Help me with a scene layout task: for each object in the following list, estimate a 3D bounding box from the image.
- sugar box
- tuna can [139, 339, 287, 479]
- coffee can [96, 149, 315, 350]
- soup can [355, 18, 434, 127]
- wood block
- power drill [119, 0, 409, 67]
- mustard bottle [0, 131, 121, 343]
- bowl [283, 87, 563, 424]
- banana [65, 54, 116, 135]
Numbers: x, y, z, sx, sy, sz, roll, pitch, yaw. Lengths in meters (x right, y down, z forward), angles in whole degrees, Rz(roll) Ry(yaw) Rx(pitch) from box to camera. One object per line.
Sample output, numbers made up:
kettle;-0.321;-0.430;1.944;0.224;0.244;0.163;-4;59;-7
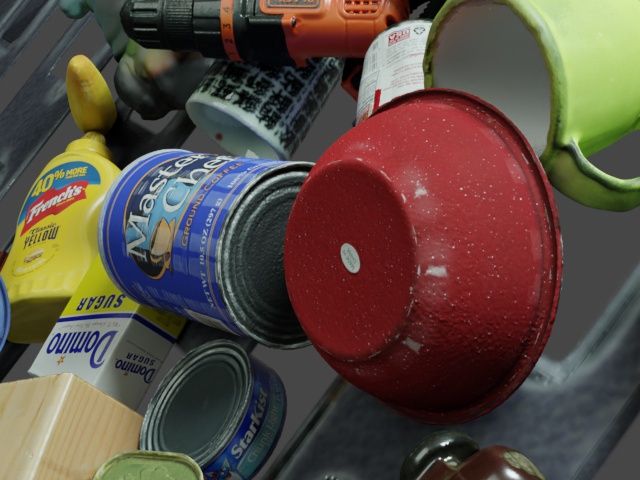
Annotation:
sugar box;-0.123;0.031;0.727;0.094;0.048;0.176;9;64;52
tuna can;-0.060;0.101;0.600;0.086;0.033;0.086;-30;39;27
coffee can;-0.054;0.001;0.626;0.141;0.102;0.102;11;66;52
soup can;0.054;-0.066;0.597;0.069;0.068;0.102;-24;42;34
wood block;-0.167;0.189;0.589;0.090;0.090;0.206;-14;48;40
power drill;-0.027;-0.198;0.687;0.184;0.057;0.187;4;69;12
mustard bottle;-0.196;-0.014;0.839;0.096;0.058;0.191;-18;44;25
bowl;0.032;0.008;0.497;0.162;0.055;0.162;2;93;50
banana;-0.202;-0.123;0.924;0.037;0.069;0.198;-26;13;-8
